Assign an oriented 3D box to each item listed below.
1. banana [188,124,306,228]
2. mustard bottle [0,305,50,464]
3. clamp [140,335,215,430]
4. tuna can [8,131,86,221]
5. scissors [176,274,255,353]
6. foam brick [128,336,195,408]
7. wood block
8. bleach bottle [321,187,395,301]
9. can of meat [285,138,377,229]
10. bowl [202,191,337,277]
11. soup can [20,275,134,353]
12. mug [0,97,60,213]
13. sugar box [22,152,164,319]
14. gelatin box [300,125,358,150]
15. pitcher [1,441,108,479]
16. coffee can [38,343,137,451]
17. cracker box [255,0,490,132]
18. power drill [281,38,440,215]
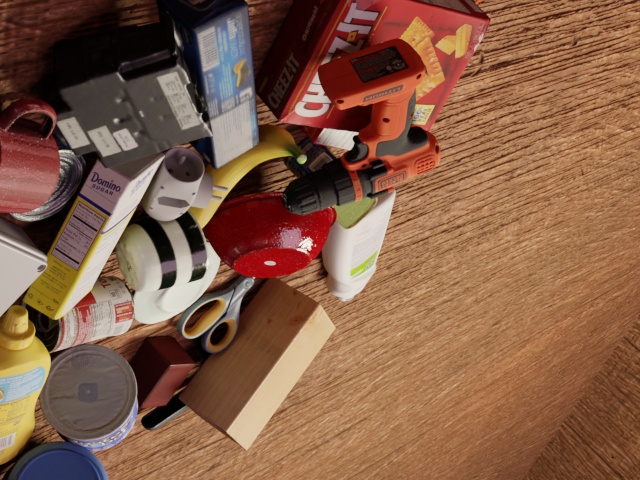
[{"bbox_3d":[-0.092,-0.073,1.140,0.037,0.069,0.198,23,140,-35],"label":"banana"},{"bbox_3d":[-0.321,0.143,1.068,0.096,0.058,0.192,-11,134,-44],"label":"mustard bottle"},{"bbox_3d":[-0.143,0.181,1.487,0.209,0.036,0.165,-7,132,-52],"label":"clamp"},{"bbox_3d":[-0.257,-0.059,0.969,0.086,0.034,0.086,-34,152,-21],"label":"tuna can"},{"bbox_3d":[-0.097,0.072,1.390,0.201,0.016,0.096,-35,131,-19],"label":"scissors"},{"bbox_3d":[-0.208,0.166,1.354,0.078,0.053,0.051,-53,153,20],"label":"foam brick"},{"bbox_3d":[-0.083,0.163,1.430,0.206,0.090,0.090,-54,151,-13],"label":"wood block"},{"bbox_3d":[0.040,0.011,1.474,0.102,0.068,0.251,-32,154,-24],"label":"bleach bottle"},{"bbox_3d":[0.013,-0.071,1.287,0.057,0.084,0.102,-45,154,0],"label":"can of meat"},{"bbox_3d":[-0.058,0.002,1.233,0.162,0.055,0.162,-5,157,-2],"label":"bowl"},{"bbox_3d":[-0.256,0.077,1.133,0.102,0.068,0.069,-11,139,-49],"label":"soup can"},{"bbox_3d":[-0.263,-0.073,0.877,0.117,0.093,0.081,-46,160,18],"label":"mug"},{"bbox_3d":[-0.221,-0.013,1.042,0.176,0.048,0.093,-59,180,23],"label":"sugar box"},{"bbox_3d":[0.027,-0.146,1.258,0.089,0.030,0.073,5,126,-54],"label":"gelatin box"},{"bbox_3d":[-0.315,0.293,1.216,0.149,0.145,0.243,-33,175,-22],"label":"pitcher"},{"bbox_3d":[-0.257,0.179,1.196,0.102,0.103,0.140,-36,173,-17],"label":"coffee can"},{"bbox_3d":[0.058,-0.197,1.136,0.213,0.072,0.164,2,129,-40],"label":"cracker box"},{"bbox_3d":[0.040,-0.112,1.112,0.184,0.057,0.188,-23,148,-12],"label":"power drill"}]
